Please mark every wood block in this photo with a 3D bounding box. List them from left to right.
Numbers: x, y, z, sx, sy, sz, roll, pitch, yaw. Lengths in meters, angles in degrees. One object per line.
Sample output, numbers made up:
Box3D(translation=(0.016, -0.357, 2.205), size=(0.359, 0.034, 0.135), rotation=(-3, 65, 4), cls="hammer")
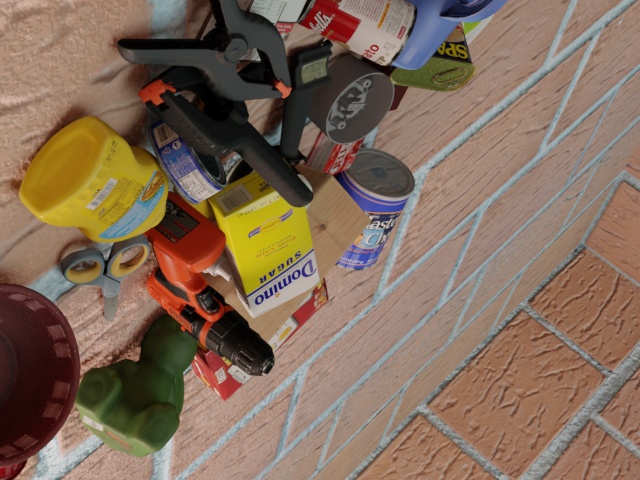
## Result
Box3D(translation=(-0.048, 0.017, 1.299), size=(0.206, 0.090, 0.090), rotation=(-49, 121, -10), cls="wood block")

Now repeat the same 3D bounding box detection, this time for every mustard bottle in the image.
Box3D(translation=(-0.187, -0.044, 0.962), size=(0.096, 0.058, 0.191), rotation=(-50, 162, 1), cls="mustard bottle")

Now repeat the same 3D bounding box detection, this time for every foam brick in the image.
Box3D(translation=(0.078, -0.201, 1.298), size=(0.052, 0.051, 0.078), rotation=(-21, 146, -55), cls="foam brick")

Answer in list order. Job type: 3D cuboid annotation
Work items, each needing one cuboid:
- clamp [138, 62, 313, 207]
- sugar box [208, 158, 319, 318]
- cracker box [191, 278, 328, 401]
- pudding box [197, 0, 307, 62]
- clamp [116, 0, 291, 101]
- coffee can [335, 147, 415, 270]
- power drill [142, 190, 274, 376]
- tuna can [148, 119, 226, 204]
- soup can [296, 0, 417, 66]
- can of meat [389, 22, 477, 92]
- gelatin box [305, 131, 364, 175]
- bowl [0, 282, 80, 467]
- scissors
Box3D(translation=(-0.086, -0.127, 0.995), size=(0.036, 0.164, 0.209), rotation=(-23, 155, 32), cls="clamp")
Box3D(translation=(-0.057, 0.002, 1.164), size=(0.093, 0.048, 0.176), rotation=(-28, 139, -13), cls="sugar box")
Box3D(translation=(-0.088, 0.094, 1.441), size=(0.213, 0.072, 0.164), rotation=(-43, 156, -18), cls="cracker box")
Box3D(translation=(-0.053, -0.218, 0.974), size=(0.089, 0.039, 0.114), rotation=(-13, 137, -58), cls="pudding box")
Box3D(translation=(-0.080, -0.179, 0.912), size=(0.171, 0.039, 0.120), rotation=(19, 114, -47), cls="clamp")
Box3D(translation=(0.057, -0.043, 1.475), size=(0.102, 0.103, 0.140), rotation=(-31, 154, -46), cls="coffee can")
Box3D(translation=(-0.126, 0.048, 1.121), size=(0.057, 0.185, 0.188), rotation=(-42, 151, -25), cls="power drill")
Box3D(translation=(-0.123, -0.078, 0.993), size=(0.034, 0.086, 0.086), rotation=(-29, 165, 10), cls="tuna can")
Box3D(translation=(0.034, -0.220, 1.036), size=(0.069, 0.102, 0.068), rotation=(-57, -162, 30), cls="soup can")
Box3D(translation=(0.123, -0.226, 1.238), size=(0.101, 0.084, 0.058), rotation=(4, 151, -27), cls="can of meat")
Box3D(translation=(0.024, -0.123, 1.356), size=(0.073, 0.030, 0.089), rotation=(-26, 150, -51), cls="gelatin box")
Box3D(translation=(-0.297, 0.119, 0.952), size=(0.161, 0.055, 0.162), rotation=(1, 88, -46), cls="bowl")
Box3D(translation=(-0.232, 0.048, 1.094), size=(0.096, 0.016, 0.202), rotation=(-8, 155, -32), cls="scissors")
